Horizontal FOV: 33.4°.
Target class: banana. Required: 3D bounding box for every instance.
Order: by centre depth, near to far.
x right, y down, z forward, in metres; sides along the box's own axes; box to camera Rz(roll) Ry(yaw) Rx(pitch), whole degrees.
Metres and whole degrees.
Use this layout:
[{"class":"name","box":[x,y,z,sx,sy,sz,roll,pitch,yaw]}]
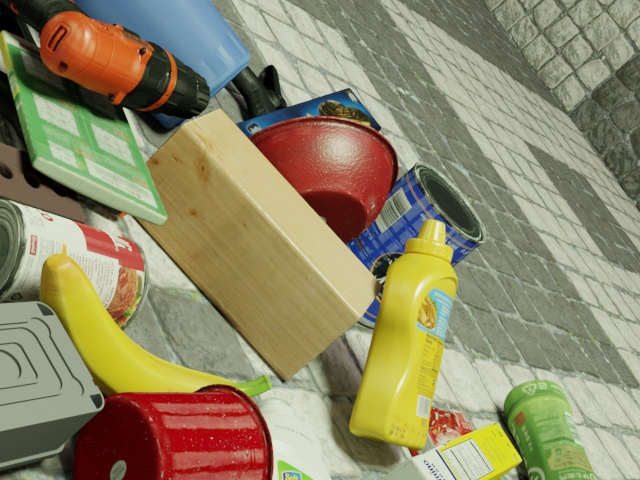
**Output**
[{"class":"banana","box":[-0.116,0.072,0.675,0.197,0.069,0.037,37,8,-43]}]

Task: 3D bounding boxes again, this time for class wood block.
[{"class":"wood block","box":[-0.056,0.002,0.884,0.206,0.090,0.090,47,22,-1]}]

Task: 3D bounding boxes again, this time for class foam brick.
[{"class":"foam brick","box":[-0.204,-0.025,0.703,0.078,0.051,0.053,20,35,-50]}]

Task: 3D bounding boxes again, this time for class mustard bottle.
[{"class":"mustard bottle","box":[0.076,0.076,0.895,0.096,0.058,0.191,33,69,-61]}]

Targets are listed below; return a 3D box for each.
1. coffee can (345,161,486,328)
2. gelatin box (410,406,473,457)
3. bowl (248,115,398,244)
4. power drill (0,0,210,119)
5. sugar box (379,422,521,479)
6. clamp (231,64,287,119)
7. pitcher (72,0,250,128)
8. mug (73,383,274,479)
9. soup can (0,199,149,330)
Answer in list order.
[{"class":"coffee can","box":[0.078,0.005,1.057,0.102,0.140,0.103,39,23,-21]},{"class":"gelatin box","box":[0.117,0.190,0.971,0.089,0.030,0.073,21,34,-48]},{"class":"bowl","box":[-0.006,-0.038,0.962,0.161,0.162,0.055,29,40,-39]},{"class":"power drill","box":[-0.187,-0.168,0.836,0.188,0.057,0.184,39,9,24]},{"class":"sugar box","box":[0.084,0.193,0.822,0.048,0.093,0.176,54,24,15]},{"class":"clamp","box":[-0.067,-0.157,1.193,0.120,0.039,0.171,21,35,-46]},{"class":"pitcher","box":[-0.182,-0.226,0.998,0.243,0.145,0.149,49,36,-8]},{"class":"mug","box":[-0.096,0.125,0.626,0.117,0.093,0.081,26,10,39]},{"class":"soup can","box":[-0.169,0.019,0.675,0.102,0.069,0.068,21,34,-48]}]
